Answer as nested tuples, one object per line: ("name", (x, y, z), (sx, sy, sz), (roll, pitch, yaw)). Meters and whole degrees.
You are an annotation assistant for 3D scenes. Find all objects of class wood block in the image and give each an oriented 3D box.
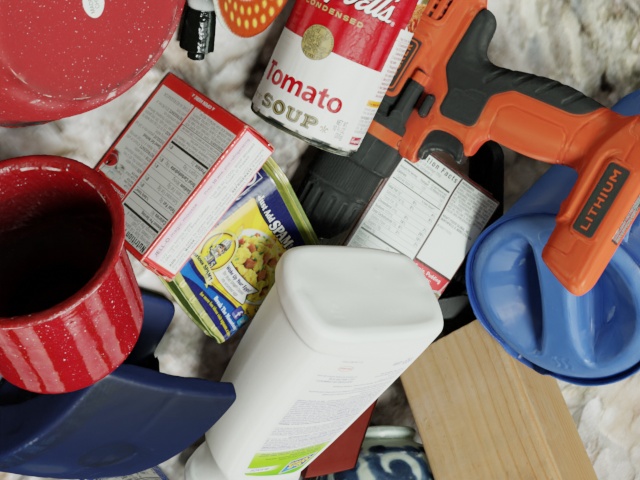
("wood block", (0.142, 0.169, 0.774), (0.090, 0.206, 0.090), (-32, 146, 22))

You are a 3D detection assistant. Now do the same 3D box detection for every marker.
("marker", (-0.056, -0.149, 0.538), (0.020, 0.020, 0.121), (-12, 125, -38))

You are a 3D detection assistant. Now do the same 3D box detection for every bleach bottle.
("bleach bottle", (-0.029, 0.105, 0.665), (0.102, 0.068, 0.251), (2, 140, -34))

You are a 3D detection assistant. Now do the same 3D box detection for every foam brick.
("foam brick", (0.002, 0.120, 0.759), (0.051, 0.053, 0.078), (-5, 119, -42))

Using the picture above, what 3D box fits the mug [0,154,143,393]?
("mug", (-0.141, 0.017, 0.507), (0.081, 0.117, 0.093), (84, 29, -56))

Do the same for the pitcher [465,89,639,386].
("pitcher", (0.217, -0.024, 0.756), (0.242, 0.149, 0.145), (-44, 113, -43))

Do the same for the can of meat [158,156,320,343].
("can of meat", (-0.054, 0.001, 0.619), (0.084, 0.058, 0.102), (-40, 138, -12))

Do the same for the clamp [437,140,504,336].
("clamp", (0.122, 0.024, 0.816), (0.209, 0.036, 0.164), (31, 96, -46))

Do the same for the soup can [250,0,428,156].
("soup can", (0.010, -0.107, 0.594), (0.068, 0.069, 0.102), (10, 110, -47))

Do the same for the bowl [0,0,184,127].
("bowl", (-0.116, -0.116, 0.478), (0.161, 0.055, 0.162), (-24, 133, -30))

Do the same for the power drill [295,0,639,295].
("power drill", (0.091, -0.047, 0.625), (0.184, 0.188, 0.057), (-60, 161, 9))

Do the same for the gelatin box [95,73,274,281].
("gelatin box", (-0.078, -0.034, 0.558), (0.089, 0.073, 0.030), (-53, 140, -1))

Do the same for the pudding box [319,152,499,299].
("pudding box", (0.053, -0.004, 0.710), (0.090, 0.039, 0.113), (32, 90, -30))
